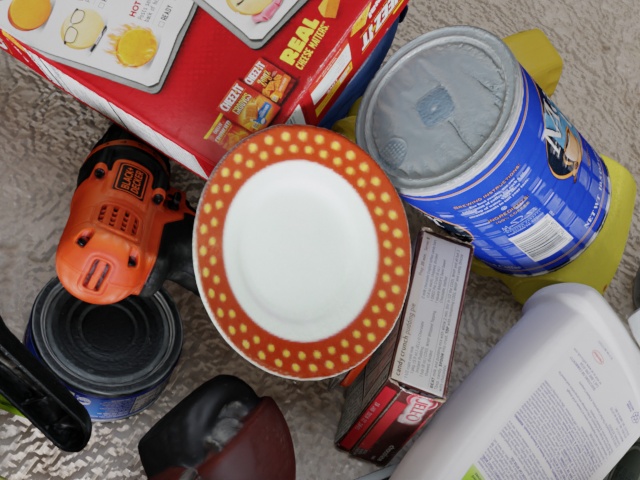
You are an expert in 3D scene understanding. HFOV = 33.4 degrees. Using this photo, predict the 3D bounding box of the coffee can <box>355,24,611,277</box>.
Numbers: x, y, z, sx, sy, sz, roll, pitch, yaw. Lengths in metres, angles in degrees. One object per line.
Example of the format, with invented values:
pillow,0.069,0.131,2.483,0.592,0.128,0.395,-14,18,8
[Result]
coffee can,0.100,-0.049,0.637,0.140,0.103,0.103,33,39,-48

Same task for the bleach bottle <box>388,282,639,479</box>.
bleach bottle,0.084,0.134,0.588,0.250,0.068,0.102,-38,98,-28

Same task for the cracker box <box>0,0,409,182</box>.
cracker box,-0.079,-0.141,0.602,0.214,0.072,0.164,32,80,13

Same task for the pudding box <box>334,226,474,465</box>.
pudding box,0.049,0.062,0.622,0.039,0.090,0.113,21,52,-8

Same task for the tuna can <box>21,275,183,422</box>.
tuna can,-0.120,0.055,0.592,0.086,0.034,0.086,11,54,-16

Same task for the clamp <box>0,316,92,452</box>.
clamp,-0.191,0.039,0.514,0.171,0.039,0.120,54,23,17

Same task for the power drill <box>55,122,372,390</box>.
power drill,-0.054,0.001,0.623,0.187,0.057,0.184,23,28,-13

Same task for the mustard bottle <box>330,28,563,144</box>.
mustard bottle,0.074,-0.084,0.727,0.191,0.096,0.058,-24,78,-34
